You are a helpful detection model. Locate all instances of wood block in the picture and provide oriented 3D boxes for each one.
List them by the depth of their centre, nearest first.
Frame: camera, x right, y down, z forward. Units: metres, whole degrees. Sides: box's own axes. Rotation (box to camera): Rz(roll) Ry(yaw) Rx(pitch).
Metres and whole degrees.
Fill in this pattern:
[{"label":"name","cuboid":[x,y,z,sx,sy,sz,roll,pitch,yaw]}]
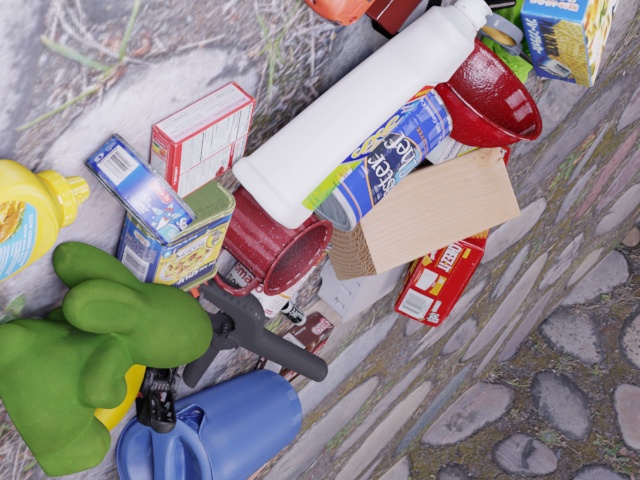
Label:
[{"label":"wood block","cuboid":[0.109,-0.033,1.196,0.205,0.091,0.090,-21,-176,-28]}]

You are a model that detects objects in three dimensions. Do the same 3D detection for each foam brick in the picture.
[{"label":"foam brick","cuboid":[0.059,-0.220,0.885,0.078,0.053,0.051,-51,161,9]}]

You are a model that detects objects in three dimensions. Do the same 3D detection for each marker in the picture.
[{"label":"marker","cuboid":[-0.039,0.086,1.327,0.020,0.020,0.121,-47,161,-4]}]

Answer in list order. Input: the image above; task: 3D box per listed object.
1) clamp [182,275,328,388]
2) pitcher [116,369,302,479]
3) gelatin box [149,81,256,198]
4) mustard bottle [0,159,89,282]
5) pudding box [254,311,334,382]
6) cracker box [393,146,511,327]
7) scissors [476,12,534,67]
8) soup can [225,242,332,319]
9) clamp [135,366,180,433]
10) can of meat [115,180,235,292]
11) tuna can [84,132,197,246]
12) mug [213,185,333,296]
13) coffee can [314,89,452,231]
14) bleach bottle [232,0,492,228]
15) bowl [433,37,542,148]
[{"label":"clamp","cuboid":[-0.084,0.094,1.094,0.210,0.164,0.036,76,15,-52]},{"label":"pitcher","cuboid":[-0.127,0.245,1.290,0.149,0.145,0.242,-16,-179,29]},{"label":"gelatin box","cuboid":[-0.096,-0.079,0.859,0.089,0.030,0.073,-37,157,-33]},{"label":"mustard bottle","cuboid":[-0.226,-0.003,0.678,0.191,0.058,0.096,-29,152,-43]},{"label":"pudding box","cuboid":[-0.039,0.155,1.433,0.113,0.039,0.090,-30,155,-42]},{"label":"cracker box","cuboid":[0.176,-0.015,1.399,0.164,0.072,0.213,113,1,-45]},{"label":"scissors","cuboid":[0.183,-0.212,1.118,0.016,0.096,0.201,-65,163,5]},{"label":"soup can","cuboid":[-0.045,0.024,1.116,0.102,0.068,0.068,-50,161,9]},{"label":"clamp","cuboid":[-0.161,0.152,1.067,0.172,0.039,0.120,122,-17,-58]},{"label":"can of meat","cuboid":[-0.126,-0.001,0.908,0.101,0.057,0.084,-29,152,-43]},{"label":"tuna can","cuboid":[-0.131,-0.036,0.779,0.033,0.086,0.086,-44,161,-7]},{"label":"mug","cuboid":[-0.057,0.001,1.023,0.117,0.081,0.093,-46,161,-7]},{"label":"coffee can","cuboid":[0.042,-0.092,1.022,0.140,0.103,0.103,-44,161,-13]},{"label":"bleach bottle","cuboid":[0.043,-0.117,0.903,0.251,0.068,0.102,-43,171,3]},{"label":"bowl","cuboid":[0.147,-0.146,1.076,0.055,0.162,0.161,-45,166,32]}]
